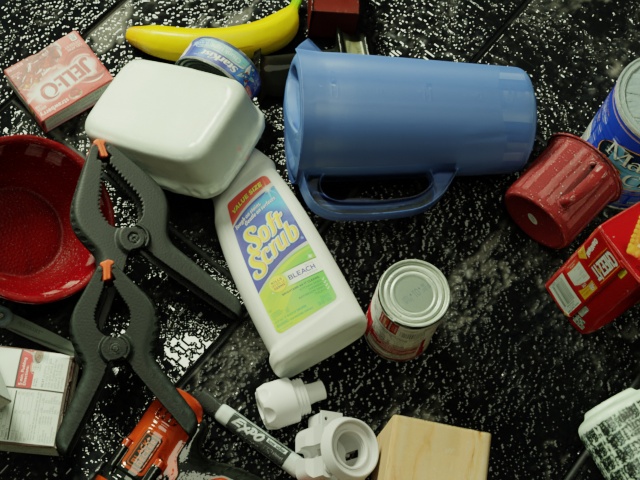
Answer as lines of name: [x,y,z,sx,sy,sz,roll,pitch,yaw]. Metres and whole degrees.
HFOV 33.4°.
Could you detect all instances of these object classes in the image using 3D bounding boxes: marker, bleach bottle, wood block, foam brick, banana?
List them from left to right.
banana: [-0.104,-0.216,1.135,0.197,0.037,0.070,-12,43,-13]
marker: [-0.067,0.175,0.977,0.121,0.020,0.020,34,68,9]
bleach bottle: [-0.057,0.001,1.030,0.102,0.068,0.251,-29,68,-6]
foam brick: [0.013,-0.264,1.155,0.051,0.053,0.078,2,68,-5]
wood block: [0.084,0.267,0.913,0.090,0.091,0.206,11,66,-2]

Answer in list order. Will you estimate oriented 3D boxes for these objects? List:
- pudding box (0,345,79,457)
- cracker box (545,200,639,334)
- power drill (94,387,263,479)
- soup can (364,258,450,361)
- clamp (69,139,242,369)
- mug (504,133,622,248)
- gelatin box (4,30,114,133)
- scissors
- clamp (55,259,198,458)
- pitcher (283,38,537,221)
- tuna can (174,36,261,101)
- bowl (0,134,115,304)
pudding box: [-0.281,0.143,0.961,0.113,0.039,0.090,6,69,0]
cracker box: [0.337,-0.005,1.013,0.213,0.164,0.072,-28,74,-16]
power drill: [-0.110,0.244,0.923,0.188,0.057,0.184,31,71,7]
soup can: [0.079,0.066,0.992,0.068,0.102,0.068,2,67,-4]
clamp: [-0.184,0.010,0.993,0.164,0.036,0.210,-24,86,-27]
mug: [0.242,-0.047,1.052,0.081,0.117,0.093,-45,96,-15]
gelatin box: [-0.267,-0.164,1.098,0.089,0.030,0.073,-34,74,-17]
scissors: [-0.304,0.053,1.009,0.201,0.016,0.096,10,66,-1]
clamp: [-0.185,0.105,0.928,0.120,0.039,0.171,-15,72,-14]
pitcher: [0.085,-0.111,1.060,0.242,0.149,0.145,0,25,-9]
tuna can: [-0.104,-0.166,1.084,0.086,0.086,0.033,28,66,7]
bowl: [-0.278,-0.015,1.001,0.161,0.055,0.162,9,72,-28]
